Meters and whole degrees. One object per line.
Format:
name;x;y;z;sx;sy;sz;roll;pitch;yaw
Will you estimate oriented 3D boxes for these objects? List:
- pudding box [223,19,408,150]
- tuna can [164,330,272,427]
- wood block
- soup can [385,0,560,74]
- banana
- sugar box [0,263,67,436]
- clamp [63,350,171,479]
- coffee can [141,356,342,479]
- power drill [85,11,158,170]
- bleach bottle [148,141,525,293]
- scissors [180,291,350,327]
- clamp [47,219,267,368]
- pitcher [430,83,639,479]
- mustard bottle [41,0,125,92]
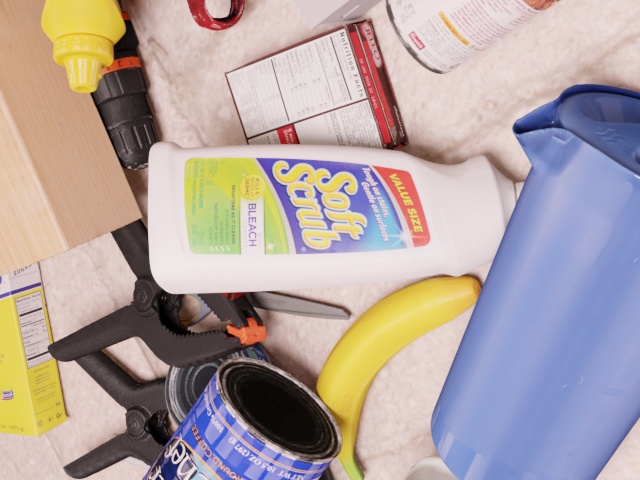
pudding box;-0.004;-0.093;0.741;0.114;0.039;0.090;-14;96;34
tuna can;-0.080;0.114;0.832;0.086;0.033;0.086;-10;71;31
wood block;-0.228;-0.088;0.791;0.090;0.090;0.206;-18;98;34
soup can;0.098;-0.152;0.637;0.102;0.068;0.068;-30;86;36
banana;0.043;0.088;0.767;0.069;0.037;0.198;29;121;2
sugar box;-0.292;0.088;0.981;0.093;0.048;0.176;-3;103;34
clamp;-0.153;0.143;0.905;0.172;0.039;0.120;-6;94;25
coffee can;-0.065;0.168;0.754;0.103;0.102;0.140;41;110;17
power drill;-0.221;-0.125;0.866;0.188;0.057;0.184;-18;90;33
bleach bottle;0.018;-0.022;0.689;0.251;0.068;0.102;-4;75;7
scissors;-0.071;0.026;0.833;0.202;0.016;0.096;-10;98;35
clamp;-0.134;0.051;0.838;0.210;0.036;0.165;26;104;31
pitcher;0.164;0.045;0.624;0.149;0.144;0.243;41;127;31
mustard bottle;-0.166;-0.198;0.752;0.058;0.096;0.191;0;80;-9
